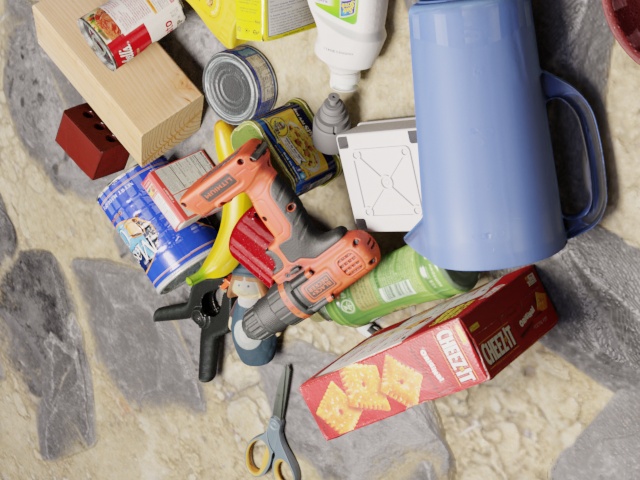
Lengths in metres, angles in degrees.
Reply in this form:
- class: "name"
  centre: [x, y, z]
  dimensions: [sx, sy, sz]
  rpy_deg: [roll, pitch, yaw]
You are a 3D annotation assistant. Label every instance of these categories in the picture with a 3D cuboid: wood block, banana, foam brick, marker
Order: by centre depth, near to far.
- class: "marker"
  centre: [0.069, 0.113, 1.209]
  dimensions: [0.121, 0.020, 0.020]
  rpy_deg: [38, 130, 21]
- class: "banana"
  centre: [-0.106, -0.040, 1.245]
  dimensions: [0.037, 0.069, 0.198]
  rpy_deg: [14, 96, 44]
- class: "wood block"
  centre: [-0.237, -0.201, 1.253]
  dimensions: [0.206, 0.090, 0.090]
  rpy_deg: [49, 160, 10]
- class: "foam brick"
  centre: [-0.273, -0.121, 1.290]
  dimensions: [0.078, 0.052, 0.051]
  rpy_deg: [45, 133, 15]

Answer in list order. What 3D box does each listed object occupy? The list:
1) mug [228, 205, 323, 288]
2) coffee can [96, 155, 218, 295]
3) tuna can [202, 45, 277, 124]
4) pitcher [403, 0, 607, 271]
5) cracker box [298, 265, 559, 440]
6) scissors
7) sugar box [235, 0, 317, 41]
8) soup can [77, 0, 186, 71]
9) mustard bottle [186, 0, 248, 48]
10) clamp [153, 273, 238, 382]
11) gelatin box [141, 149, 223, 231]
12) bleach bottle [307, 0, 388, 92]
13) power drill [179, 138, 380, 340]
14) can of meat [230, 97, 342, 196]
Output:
- class: "mug"
  centre: [-0.052, 0.001, 1.203]
  dimensions: [0.082, 0.093, 0.117]
  rpy_deg: [38, 161, 27]
- class: "coffee can"
  centre: [-0.194, -0.019, 1.311]
  dimensions: [0.140, 0.102, 0.103]
  rpy_deg: [55, 134, 6]
- class: "tuna can"
  centre: [-0.091, -0.174, 1.198]
  dimensions: [0.086, 0.033, 0.086]
  rpy_deg: [18, 121, 33]
- class: "pitcher"
  centre: [0.158, -0.102, 0.969]
  dimensions: [0.145, 0.149, 0.243]
  rpy_deg: [12, 116, 53]
- class: "cracker box"
  centre: [0.108, 0.113, 1.062]
  dimensions: [0.214, 0.163, 0.072]
  rpy_deg: [-28, 90, 39]
- class: "scissors"
  centre: [-0.045, 0.252, 1.375]
  dimensions: [0.096, 0.016, 0.202]
  rpy_deg: [41, 131, 16]
- class: "sugar box"
  centre: [-0.044, -0.293, 1.060]
  dimensions: [0.048, 0.093, 0.176]
  rpy_deg: [15, 119, 34]
- class: "soup can"
  centre: [-0.208, -0.244, 1.182]
  dimensions: [0.068, 0.102, 0.068]
  rpy_deg: [47, 165, 17]
- class: "mustard bottle"
  centre: [-0.135, -0.304, 1.155]
  dimensions: [0.192, 0.058, 0.096]
  rpy_deg: [48, 143, 13]
- class: "clamp"
  centre: [-0.155, 0.092, 1.376]
  dimensions: [0.120, 0.039, 0.172]
  rpy_deg: [39, 125, 14]
- class: "gelatin box"
  centre: [-0.156, -0.060, 1.269]
  dimensions: [0.073, 0.089, 0.030]
  rpy_deg: [53, 137, 8]
- class: "bleach bottle"
  centre: [0.021, -0.269, 1.039]
  dimensions: [0.103, 0.067, 0.251]
  rpy_deg: [22, 125, 32]
- class: "power drill"
  centre: [-0.057, 0.001, 1.115]
  dimensions: [0.185, 0.057, 0.187]
  rpy_deg: [-36, 104, 25]
- class: "can of meat"
  centre: [-0.038, -0.094, 1.156]
  dimensions: [0.058, 0.083, 0.102]
  rpy_deg: [-35, 87, 44]
